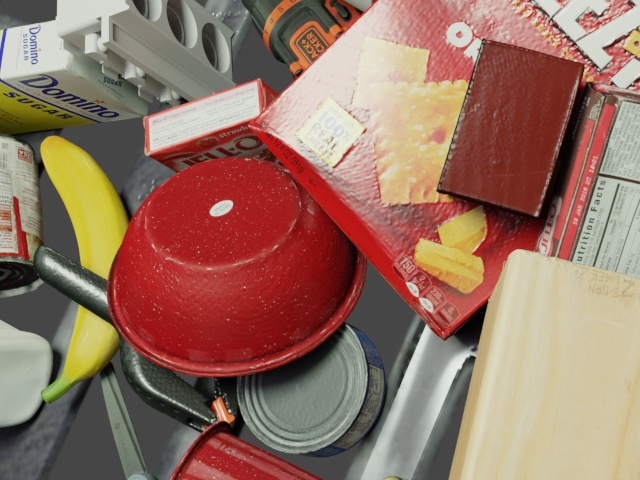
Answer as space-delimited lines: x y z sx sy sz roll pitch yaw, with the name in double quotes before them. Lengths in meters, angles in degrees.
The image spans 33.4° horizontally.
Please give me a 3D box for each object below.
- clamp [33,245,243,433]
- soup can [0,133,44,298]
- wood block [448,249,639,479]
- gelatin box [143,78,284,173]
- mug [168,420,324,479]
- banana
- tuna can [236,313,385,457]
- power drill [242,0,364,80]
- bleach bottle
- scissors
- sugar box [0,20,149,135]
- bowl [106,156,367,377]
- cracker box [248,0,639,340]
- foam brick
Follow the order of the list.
"clamp" -0.091 0.044 0.683 0.120 0.039 0.171 -34 73 -17
"soup can" -0.236 -0.017 0.769 0.069 0.068 0.102 -20 66 20
"wood block" 0.103 0.121 0.485 0.090 0.091 0.206 14 72 7
"gelatin box" -0.058 -0.066 0.690 0.089 0.073 0.030 -16 67 22
"mug" -0.044 0.171 0.595 0.081 0.093 0.117 22 83 16
"banana" -0.160 0.010 0.732 0.069 0.037 0.198 -6 66 1
"tuna can" -0.005 0.086 0.638 0.086 0.033 0.086 -8 71 25
"power drill" 0.044 -0.175 0.684 0.188 0.057 0.184 -42 64 13
"bleach bottle" -0.309 0.056 0.777 0.251 0.102 0.068 24 101 37
"scissors" -0.095 0.161 0.671 0.096 0.016 0.202 -16 68 22
"sugar box" -0.221 -0.114 0.777 0.176 0.093 0.048 -1 74 27
"bowl" -0.054 0.001 0.636 0.162 0.055 0.162 -4 47 4
"cracker box" 0.093 -0.074 0.588 0.214 0.072 0.164 -43 82 10
"foam brick" 0.093 -0.054 0.524 0.051 0.053 0.078 17 94 11
